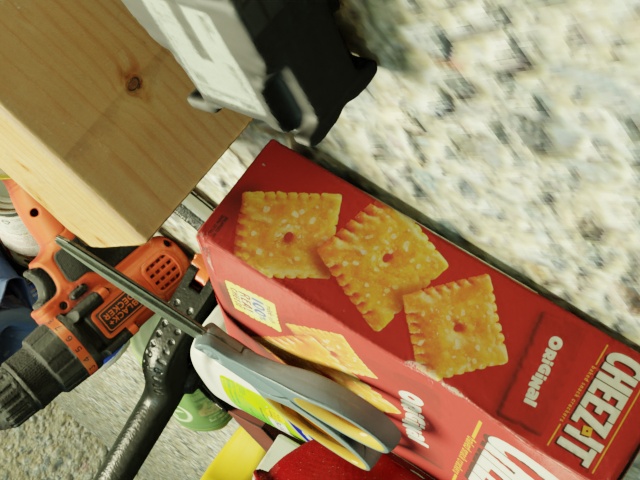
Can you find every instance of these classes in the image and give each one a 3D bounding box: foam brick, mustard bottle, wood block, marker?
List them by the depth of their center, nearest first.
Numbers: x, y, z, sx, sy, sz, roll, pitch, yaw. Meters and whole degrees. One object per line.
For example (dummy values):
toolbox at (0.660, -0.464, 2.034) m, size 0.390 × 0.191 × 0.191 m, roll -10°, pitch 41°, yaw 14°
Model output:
wood block at (-0.139, -0.098, 0.481) m, size 0.206 × 0.090 × 0.090 m, roll 46°, pitch 159°, yaw -21°
marker at (-0.054, 0.001, 0.662) m, size 0.121 × 0.020 × 0.020 m, roll 39°, pitch 161°, yaw -4°
foam brick at (-0.033, 0.156, 0.928) m, size 0.053 × 0.051 × 0.078 m, roll 18°, pitch 152°, yaw 47°
mustard bottle at (-0.093, 0.247, 1.026) m, size 0.058 × 0.191 × 0.096 m, roll 32°, pitch 160°, yaw 17°

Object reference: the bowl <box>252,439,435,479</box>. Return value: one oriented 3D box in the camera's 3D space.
bowl at (0.041, 0.159, 0.629) m, size 0.162 × 0.055 × 0.162 m, roll 32°, pitch 175°, yaw 3°

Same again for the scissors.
scissors at (-0.038, 0.055, 0.525) m, size 0.201 × 0.016 × 0.096 m, roll 40°, pitch 158°, yaw -18°

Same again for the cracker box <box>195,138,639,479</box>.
cracker box at (0.048, 0.061, 0.537) m, size 0.214 × 0.072 × 0.164 m, roll 32°, pitch 161°, yaw 15°

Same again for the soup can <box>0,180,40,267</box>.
soup can at (-0.229, -0.028, 0.834) m, size 0.068 × 0.068 × 0.102 m, roll 33°, pitch 160°, yaw 14°

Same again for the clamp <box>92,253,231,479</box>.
clamp at (-0.099, 0.095, 0.812) m, size 0.036 × 0.164 × 0.210 m, roll 31°, pitch 121°, yaw 17°

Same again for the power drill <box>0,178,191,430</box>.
power drill at (-0.207, 0.014, 0.746) m, size 0.187 × 0.184 × 0.057 m, roll 54°, pitch 157°, yaw -15°
